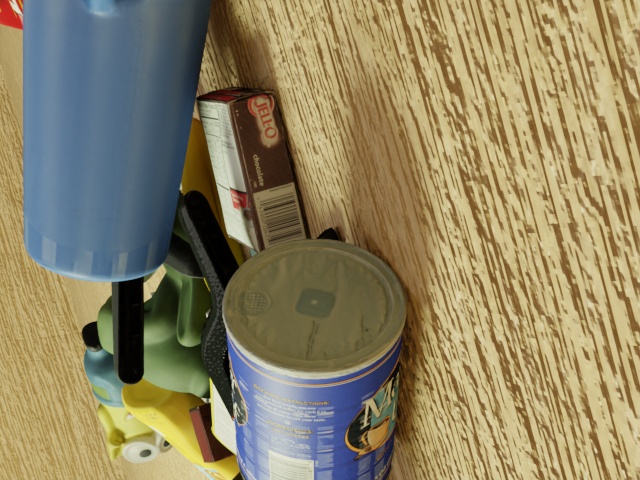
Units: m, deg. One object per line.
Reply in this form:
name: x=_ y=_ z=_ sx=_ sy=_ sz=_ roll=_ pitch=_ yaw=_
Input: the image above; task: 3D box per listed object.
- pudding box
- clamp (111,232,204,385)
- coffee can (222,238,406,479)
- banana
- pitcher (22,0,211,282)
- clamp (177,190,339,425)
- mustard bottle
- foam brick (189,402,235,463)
pudding box: x=-0.050 y=-0.052 z=0.760 sx=0.090 sy=0.039 sz=0.113 roll=-153 pitch=50 yaw=-68
clamp: x=-0.164 y=0.007 z=0.912 sx=0.165 sy=0.036 sz=0.210 roll=-58 pitch=47 yaw=34
coffee can: x=-0.003 y=0.084 z=0.639 sx=0.140 sy=0.102 sz=0.103 roll=90 pitch=156 yaw=-43
banana: x=-0.092 y=-0.022 z=0.881 sx=0.070 sy=0.037 sz=0.198 roll=113 pitch=144 yaw=-70
pitcher: x=-0.150 y=-0.102 z=0.772 sx=0.145 sy=0.148 sz=0.243 roll=28 pitch=119 yaw=36
clamp: x=-0.054 y=0.048 z=0.732 sx=0.120 sy=0.039 sz=0.172 roll=27 pitch=119 yaw=27
mustard bottle: x=-0.107 y=0.200 z=1.045 sx=0.191 sy=0.058 sz=0.096 roll=48 pitch=161 yaw=-25
foam brick: x=-0.072 y=0.163 z=0.960 sx=0.051 sy=0.078 sz=0.053 roll=140 pitch=114 yaw=-72
